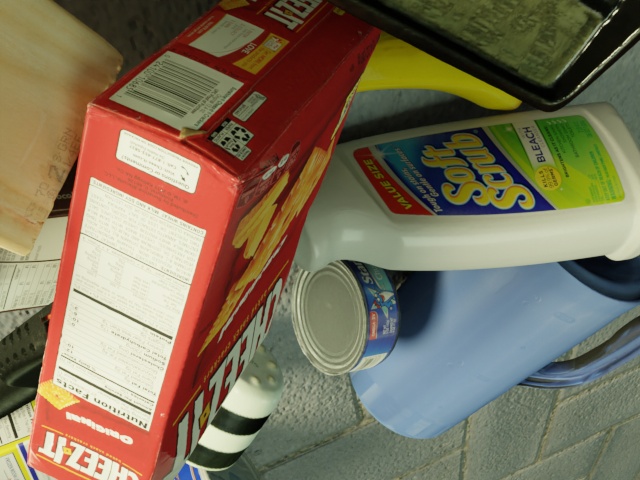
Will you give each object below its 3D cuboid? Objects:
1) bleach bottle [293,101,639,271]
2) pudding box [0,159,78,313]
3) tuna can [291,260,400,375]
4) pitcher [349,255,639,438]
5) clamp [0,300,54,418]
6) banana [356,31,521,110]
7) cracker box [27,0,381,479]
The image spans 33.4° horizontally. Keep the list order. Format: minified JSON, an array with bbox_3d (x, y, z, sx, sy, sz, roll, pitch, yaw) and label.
[{"bbox_3d":[0.072,-0.021,0.642,0.250,0.102,0.068,-10,153,-16],"label":"bleach bottle"},{"bbox_3d":[-0.142,-0.002,0.575,0.113,0.039,0.090,-6,147,-31],"label":"pudding box"},{"bbox_3d":[0.017,0.049,0.747,0.033,0.086,0.086,-6,146,-36],"label":"tuna can"},{"bbox_3d":[0.134,0.056,0.805,0.144,0.149,0.243,-8,150,-41],"label":"pitcher"},{"bbox_3d":[-0.156,0.071,0.646,0.164,0.036,0.210,-21,169,-9],"label":"clamp"},{"bbox_3d":[0.053,-0.095,0.592,0.197,0.037,0.070,-4,167,-33],"label":"banana"},{"bbox_3d":[-0.053,0.001,0.498,0.164,0.072,0.214,-55,169,-51],"label":"cracker box"}]
